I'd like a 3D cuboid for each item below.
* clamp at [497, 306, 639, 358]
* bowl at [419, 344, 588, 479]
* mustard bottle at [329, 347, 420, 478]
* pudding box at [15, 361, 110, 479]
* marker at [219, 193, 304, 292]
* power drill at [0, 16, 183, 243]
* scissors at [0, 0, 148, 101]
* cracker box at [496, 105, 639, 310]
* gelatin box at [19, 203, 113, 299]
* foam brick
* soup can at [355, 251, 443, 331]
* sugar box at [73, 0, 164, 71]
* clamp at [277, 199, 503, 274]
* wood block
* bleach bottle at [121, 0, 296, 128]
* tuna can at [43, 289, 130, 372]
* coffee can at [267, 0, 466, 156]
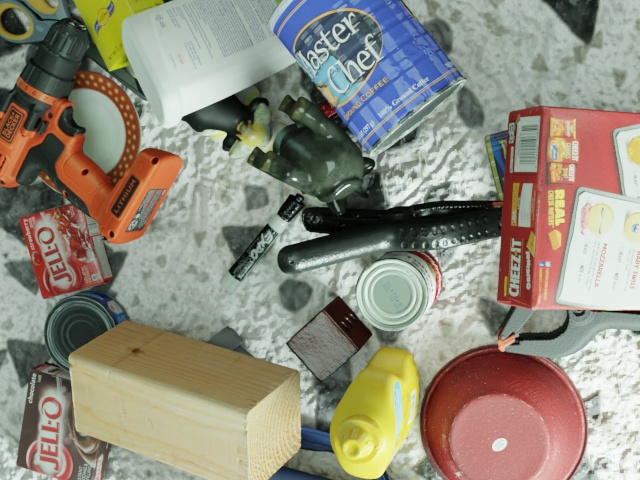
[{"bbox_3d":[0.237,0.048,0.980,0.171,0.039,0.120,-19,90,10],"label":"clamp"},{"bbox_3d":[0.169,0.182,1.002,0.162,0.055,0.162,2,97,14],"label":"bowl"},{"bbox_3d":[0.048,0.160,0.958,0.058,0.191,0.096,9,98,12],"label":"mustard bottle"},{"bbox_3d":[-0.264,0.193,1.116,0.090,0.039,0.113,13,99,12],"label":"pudding box"},{"bbox_3d":[-0.057,0.001,1.056,0.020,0.020,0.121,41,104,6],"label":"marker"},{"bbox_3d":[-0.227,-0.099,1.039,0.188,0.057,0.184,36,107,16],"label":"power drill"},{"bbox_3d":[-0.263,-0.196,1.087,0.096,0.016,0.202,-36,87,16],"label":"scissors"},{"bbox_3d":[0.259,-0.024,0.899,0.213,0.072,0.164,1,93,-19],"label":"cracker box"},{"bbox_3d":[-0.262,0.009,1.101,0.073,0.030,0.089,-14,92,14],"label":"gelatin box"},{"bbox_3d":[0.010,0.094,1.020,0.051,0.078,0.053,-43,87,13],"label":"foam brick"},{"bbox_3d":[0.074,0.043,0.986,0.068,0.102,0.068,1,96,13],"label":"soup can"},{"bbox_3d":[-0.213,-0.263,1.030,0.094,0.048,0.176,-30,89,54],"label":"sugar box"},{"bbox_3d":[0.065,-0.008,0.949,0.210,0.164,0.036,-4,105,15],"label":"clamp"},{"bbox_3d":[-0.129,0.153,1.017,0.206,0.090,0.090,13,117,28],"label":"wood block"},{"bbox_3d":[-0.046,-0.193,0.963,0.250,0.068,0.102,-23,79,-16],"label":"bleach bottle"},{"bbox_3d":[-0.241,0.096,1.103,0.086,0.033,0.086,1,96,13],"label":"tuna can"},{"bbox_3d":[0.038,-0.156,0.887,0.103,0.102,0.140,-39,86,14],"label":"coffee can"}]
